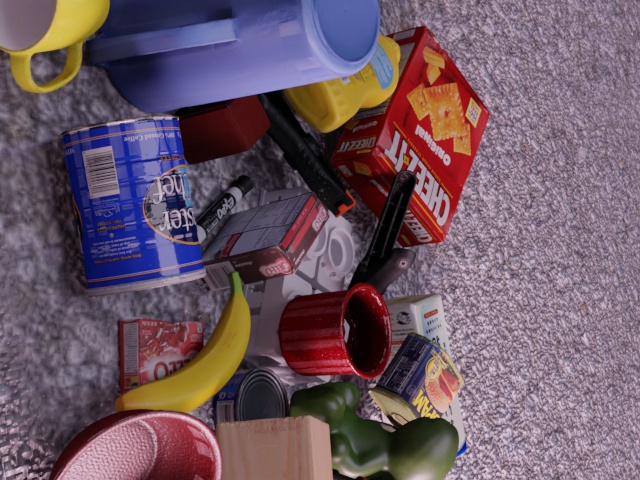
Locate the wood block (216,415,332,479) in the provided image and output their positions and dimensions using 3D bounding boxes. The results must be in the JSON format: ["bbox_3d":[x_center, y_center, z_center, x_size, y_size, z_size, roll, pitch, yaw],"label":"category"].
[{"bbox_3d":[-0.036,0.266,0.950,0.090,0.090,0.206,53,31,-72],"label":"wood block"}]

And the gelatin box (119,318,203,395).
[{"bbox_3d":[-0.143,0.110,0.977,0.089,0.030,0.073,10,75,-54],"label":"gelatin box"}]

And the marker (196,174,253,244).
[{"bbox_3d":[-0.101,-0.032,1.077,0.121,0.020,0.020,-52,125,-47],"label":"marker"}]

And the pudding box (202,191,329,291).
[{"bbox_3d":[-0.057,0.001,1.051,0.039,0.114,0.090,59,40,-25],"label":"pudding box"}]

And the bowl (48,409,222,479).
[{"bbox_3d":[-0.162,0.196,0.872,0.161,0.055,0.162,-18,123,-29],"label":"bowl"}]

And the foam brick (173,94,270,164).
[{"bbox_3d":[-0.099,-0.115,1.046,0.053,0.078,0.051,-52,124,-47],"label":"foam brick"}]

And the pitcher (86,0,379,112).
[{"bbox_3d":[-0.079,-0.186,0.944,0.144,0.243,0.149,45,56,-41],"label":"pitcher"}]

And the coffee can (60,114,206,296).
[{"bbox_3d":[-0.160,-0.029,0.916,0.102,0.103,0.140,-13,94,-56],"label":"coffee can"}]

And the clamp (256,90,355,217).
[{"bbox_3d":[-0.024,-0.103,1.137,0.171,0.039,0.120,53,17,-24],"label":"clamp"}]

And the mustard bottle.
[{"bbox_3d":[0.036,-0.190,1.186,0.096,0.058,0.191,54,41,1],"label":"mustard bottle"}]

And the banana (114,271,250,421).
[{"bbox_3d":[-0.112,0.110,0.965,0.069,0.037,0.197,50,42,-12],"label":"banana"}]

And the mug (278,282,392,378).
[{"bbox_3d":[0.019,0.096,1.061,0.117,0.082,0.093,31,59,-49],"label":"mug"}]

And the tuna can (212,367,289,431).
[{"bbox_3d":[-0.069,0.171,1.069,0.086,0.034,0.086,16,70,-54],"label":"tuna can"}]

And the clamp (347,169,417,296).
[{"bbox_3d":[0.057,0.043,1.160,0.164,0.036,0.210,-83,-164,-62],"label":"clamp"}]

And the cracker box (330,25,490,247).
[{"bbox_3d":[0.115,-0.125,1.283,0.164,0.072,0.213,47,51,-33],"label":"cracker box"}]

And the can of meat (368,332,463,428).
[{"bbox_3d":[0.110,0.165,1.202,0.084,0.058,0.102,-55,138,-20],"label":"can of meat"}]
